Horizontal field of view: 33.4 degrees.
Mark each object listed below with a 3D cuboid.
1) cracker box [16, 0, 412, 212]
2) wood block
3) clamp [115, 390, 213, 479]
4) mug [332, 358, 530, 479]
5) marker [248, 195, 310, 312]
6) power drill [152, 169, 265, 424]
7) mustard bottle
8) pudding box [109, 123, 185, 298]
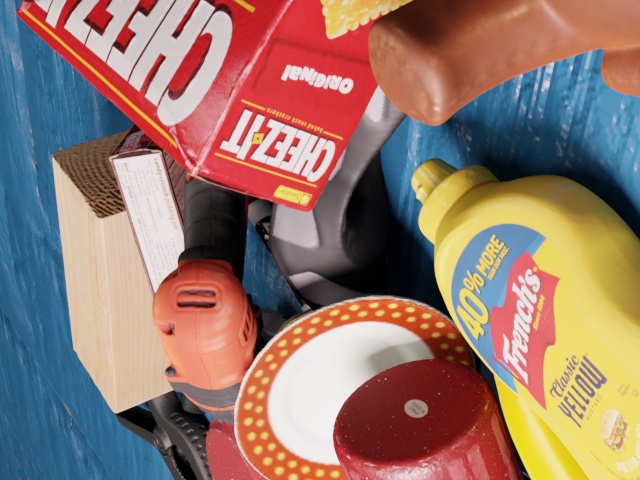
[{"bbox_3d":[-0.021,-0.145,0.417,0.164,0.072,0.214,41,107,41],"label":"cracker box"},{"bbox_3d":[-0.145,0.024,0.840,0.090,0.090,0.206,47,146,37],"label":"wood block"},{"bbox_3d":[-0.136,0.169,0.981,0.210,0.036,0.165,42,143,38],"label":"clamp"},{"bbox_3d":[0.049,0.120,0.518,0.093,0.117,0.081,5,128,40],"label":"mug"},{"bbox_3d":[-0.026,0.003,0.690,0.121,0.020,0.020,58,151,19],"label":"marker"},{"bbox_3d":[-0.054,0.001,0.604,0.184,0.057,0.187,91,178,-67],"label":"power drill"},{"bbox_3d":[0.101,0.029,0.440,0.192,0.058,0.096,50,146,33],"label":"mustard bottle"},{"bbox_3d":[-0.093,-0.025,0.689,0.090,0.039,0.113,-73,-28,-60],"label":"pudding box"}]
